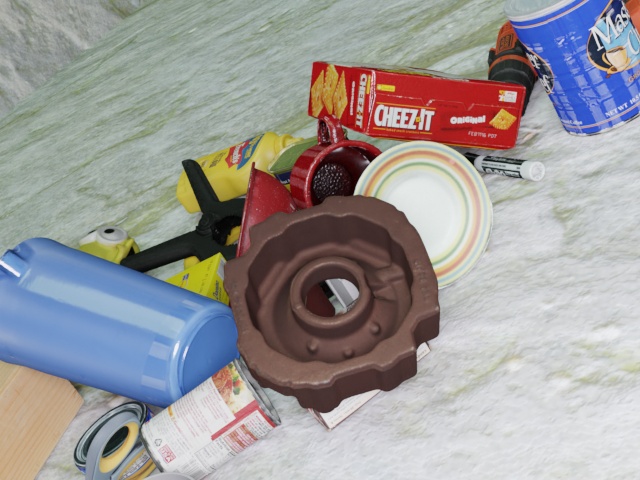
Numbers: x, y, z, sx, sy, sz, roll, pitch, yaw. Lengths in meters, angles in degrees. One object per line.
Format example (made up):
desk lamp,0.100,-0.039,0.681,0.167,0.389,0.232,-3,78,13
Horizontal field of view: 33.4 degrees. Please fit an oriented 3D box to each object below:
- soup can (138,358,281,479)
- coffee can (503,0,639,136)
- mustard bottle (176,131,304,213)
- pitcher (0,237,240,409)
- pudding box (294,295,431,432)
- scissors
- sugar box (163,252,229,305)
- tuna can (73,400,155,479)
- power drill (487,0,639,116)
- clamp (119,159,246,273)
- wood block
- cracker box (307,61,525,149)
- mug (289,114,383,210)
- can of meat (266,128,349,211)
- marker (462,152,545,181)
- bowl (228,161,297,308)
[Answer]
soup can,-0.093,0.156,0.903,0.102,0.068,0.068,-35,23,-2
coffee can,0.252,-0.186,1.025,0.103,0.140,0.103,-28,24,13
mustard bottle,-0.098,-0.098,1.412,0.192,0.058,0.096,-18,29,32
pitcher,-0.196,0.091,1.038,0.243,0.145,0.149,14,12,30
pudding box,0.024,0.099,0.897,0.113,0.039,0.090,-39,25,-10
scissors,-0.208,0.222,0.911,0.016,0.096,0.201,32,62,35
sugar box,-0.179,0.085,1.178,0.176,0.048,0.093,-24,26,20
tuna can,-0.188,0.191,1.000,0.086,0.033,0.086,-28,24,13
power drill,0.269,-0.210,1.155,0.188,0.057,0.184,-19,33,28
clamp,-0.134,-0.005,1.244,0.210,0.036,0.164,22,73,40
wood block,-0.340,0.213,1.084,0.090,0.090,0.205,-18,27,31
cracker box,0.093,-0.145,1.129,0.164,0.072,0.214,3,12,-17
mug,0.015,-0.066,1.049,0.093,0.117,0.082,-16,12,-14
can of meat,0.005,-0.068,1.188,0.102,0.084,0.057,-13,31,40
marker,0.177,-0.074,1.059,0.020,0.020,0.121,-41,24,-16
bowl,-0.057,0.001,1.105,0.055,0.162,0.162,9,28,-3
